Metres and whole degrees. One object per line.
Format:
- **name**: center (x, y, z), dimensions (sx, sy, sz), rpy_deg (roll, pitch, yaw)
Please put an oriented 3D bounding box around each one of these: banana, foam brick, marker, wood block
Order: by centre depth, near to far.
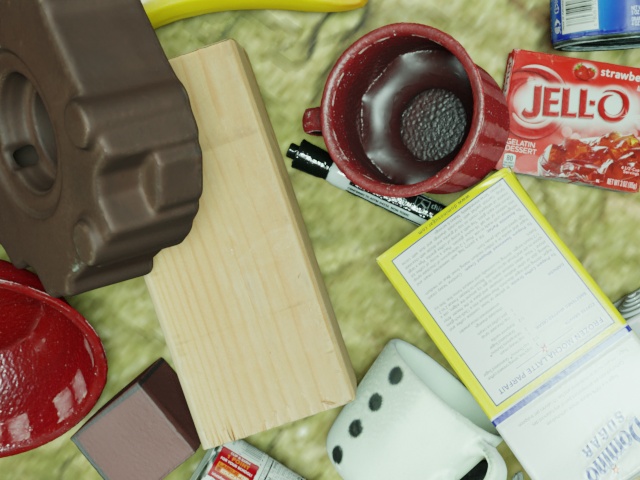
- **wood block**: center (-0.054, 0.001, 0.613), dimensions (0.091, 0.090, 0.206), rpy_deg (-18, 93, 3)
- **foam brick**: center (-0.103, 0.110, 0.626), dimensions (0.053, 0.078, 0.051), rpy_deg (-40, 92, 5)
- **banana**: center (-0.073, -0.138, 0.629), dimensions (0.197, 0.037, 0.069), rpy_deg (-19, 81, -2)
- **marker**: center (0.035, -0.030, 0.645), dimensions (0.121, 0.020, 0.020), rpy_deg (25, 93, 0)

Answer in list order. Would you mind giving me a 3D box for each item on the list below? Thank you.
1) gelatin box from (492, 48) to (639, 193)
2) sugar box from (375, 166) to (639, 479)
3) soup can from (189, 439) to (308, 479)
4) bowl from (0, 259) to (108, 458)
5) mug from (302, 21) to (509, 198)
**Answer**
- **gelatin box**: center (0.150, -0.071, 0.635), dimensions (0.089, 0.030, 0.073), rpy_deg (10, 93, 0)
- **sugar box**: center (0.120, 0.055, 0.594), dimensions (0.093, 0.048, 0.176), rpy_deg (-37, 78, 9)
- **soup can**: center (-0.031, 0.166, 0.631), dimensions (0.102, 0.068, 0.068), rpy_deg (32, 93, -1)
- **bowl**: center (-0.205, 0.059, 0.612), dimensions (0.162, 0.055, 0.162), rpy_deg (-8, 136, -8)
- **mug**: center (0.047, -0.068, 0.605), dimensions (0.117, 0.081, 0.093), rpy_deg (-3, 88, 25)
